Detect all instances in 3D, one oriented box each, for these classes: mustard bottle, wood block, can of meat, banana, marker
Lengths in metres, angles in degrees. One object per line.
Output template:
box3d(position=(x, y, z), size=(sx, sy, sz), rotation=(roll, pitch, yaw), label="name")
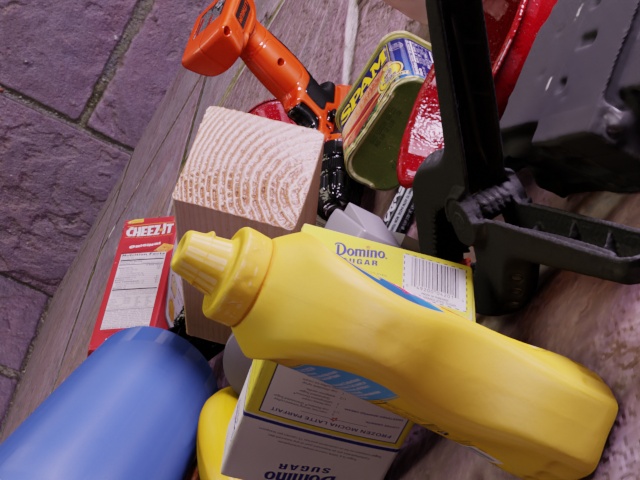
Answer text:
box3d(position=(0.025, 0.044, 0.459), size=(0.058, 0.191, 0.096), rotation=(-66, 16, -6), label="mustard bottle")
box3d(position=(-0.055, 0.001, 0.836), size=(0.206, 0.091, 0.090), rotation=(96, -170, -58), label="wood block")
box3d(position=(0.057, -0.099, 0.829), size=(0.102, 0.057, 0.084), rotation=(-56, 20, 27), label="can of meat")
box3d(position=(-0.059, 0.150, 0.758), size=(0.037, 0.069, 0.198), rotation=(-50, 11, 13), label="banana")
box3d(position=(0.061, -0.026, 0.770), size=(0.121, 0.020, 0.020), rotation=(-64, 16, 2), label="marker")

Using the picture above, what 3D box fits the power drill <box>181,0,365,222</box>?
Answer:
box3d(position=(-0.030, -0.115, 0.898), size=(0.057, 0.187, 0.184), rotation=(-36, 27, 24), label="power drill")

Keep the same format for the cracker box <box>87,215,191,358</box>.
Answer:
box3d(position=(-0.179, 0.102, 1.116), size=(0.213, 0.072, 0.164), rotation=(-88, -6, -53), label="cracker box")

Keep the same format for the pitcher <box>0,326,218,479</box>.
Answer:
box3d(position=(-0.167, 0.168, 0.759), size=(0.242, 0.149, 0.145), rotation=(-59, -30, -61), label="pitcher")

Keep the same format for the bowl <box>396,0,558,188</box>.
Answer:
box3d(position=(0.107, -0.094, 0.644), size=(0.162, 0.055, 0.162), rotation=(-62, 11, 20), label="bowl")

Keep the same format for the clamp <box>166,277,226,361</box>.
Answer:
box3d(position=(-0.114, 0.069, 0.998), size=(0.120, 0.039, 0.171), rotation=(-58, -16, 9), label="clamp")

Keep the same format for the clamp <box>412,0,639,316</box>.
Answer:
box3d(position=(0.080, -0.027, 0.534), size=(0.036, 0.164, 0.210), rotation=(-24, -13, -16), label="clamp")

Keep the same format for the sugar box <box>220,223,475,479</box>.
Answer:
box3d(position=(0.009, 0.075, 0.580), size=(0.176, 0.093, 0.048), rotation=(113, 170, -45), label="sugar box")
